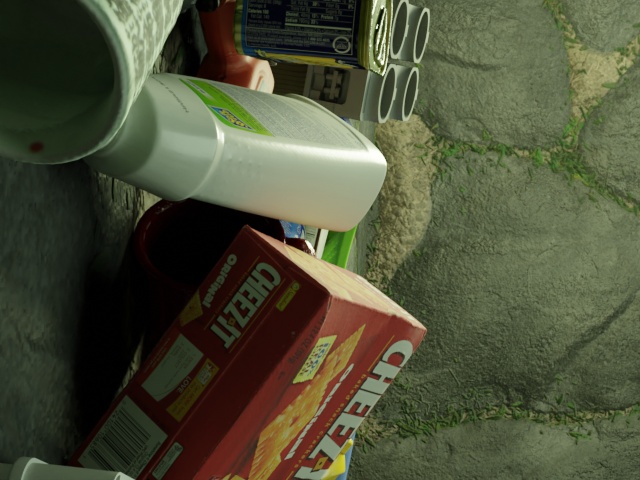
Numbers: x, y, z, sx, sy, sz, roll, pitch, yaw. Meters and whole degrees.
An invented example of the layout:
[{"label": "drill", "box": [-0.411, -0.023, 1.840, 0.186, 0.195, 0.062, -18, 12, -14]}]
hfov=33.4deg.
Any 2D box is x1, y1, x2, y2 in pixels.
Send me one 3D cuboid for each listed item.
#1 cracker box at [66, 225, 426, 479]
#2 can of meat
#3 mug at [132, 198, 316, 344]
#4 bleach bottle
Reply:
[{"label": "cracker box", "box": [-0.029, 0.091, 0.642, 0.164, 0.072, 0.213, -53, 158, 4]}, {"label": "can of meat", "box": [-0.002, -0.137, 0.671, 0.102, 0.084, 0.057, -29, 125, -79]}, {"label": "mug", "box": [-0.059, 0.025, 0.682, 0.081, 0.117, 0.093, 95, -19, -44]}, {"label": "bleach bottle", "box": [-0.059, -0.055, 0.589, 0.250, 0.103, 0.068, 6, 116, -61]}]
